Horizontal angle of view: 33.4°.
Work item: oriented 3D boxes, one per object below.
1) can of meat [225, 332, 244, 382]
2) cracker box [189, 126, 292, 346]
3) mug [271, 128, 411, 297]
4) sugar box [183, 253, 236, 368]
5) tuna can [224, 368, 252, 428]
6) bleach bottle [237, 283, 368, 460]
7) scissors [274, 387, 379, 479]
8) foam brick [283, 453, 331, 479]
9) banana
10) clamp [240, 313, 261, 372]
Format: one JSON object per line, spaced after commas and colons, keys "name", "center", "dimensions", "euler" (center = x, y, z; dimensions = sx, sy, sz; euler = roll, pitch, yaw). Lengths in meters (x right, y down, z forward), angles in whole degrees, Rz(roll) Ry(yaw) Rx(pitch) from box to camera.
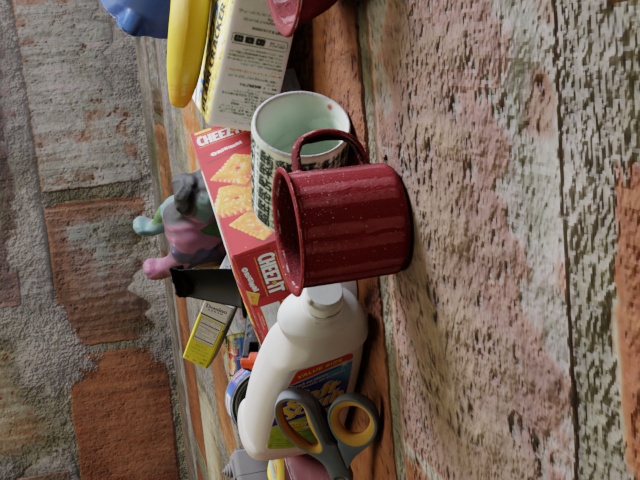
{"name": "can of meat", "center": [-0.093, 0.164, 1.410], "dimensions": [0.102, 0.057, 0.084], "euler": [147, 117, -77]}
{"name": "cracker box", "center": [-0.057, 0.001, 1.053], "dimensions": [0.214, 0.072, 0.164], "euler": [-113, 5, -50]}
{"name": "mug", "center": [0.013, -0.023, 0.764], "dimensions": [0.093, 0.081, 0.117], "euler": [137, 124, -75]}
{"name": "sugar box", "center": [-0.137, 0.092, 1.439], "dimensions": [0.176, 0.048, 0.093], "euler": [113, 180, -53]}
{"name": "tuna can", "center": [-0.065, 0.185, 1.230], "dimensions": [0.034, 0.086, 0.086], "euler": [-156, 59, -74]}
{"name": "bleach bottle", "center": [-0.017, 0.109, 0.925], "dimensions": [0.251, 0.102, 0.068], "euler": [99, 158, -56]}
{"name": "scissors", "center": [0.032, 0.196, 0.927], "dimensions": [0.201, 0.096, 0.016], "euler": [56, -151, -29]}
{"name": "foam brick", "center": [-0.003, 0.259, 1.076], "dimensions": [0.078, 0.051, 0.053], "euler": [-116, 21, -54]}
{"name": "banana", "center": [-0.119, -0.221, 0.982], "dimensions": [0.070, 0.037, 0.198], "euler": [108, 164, -66]}
{"name": "clamp", "center": [-0.064, 0.104, 1.209], "dimensions": [0.171, 0.039, 0.120], "euler": [-78, -18, -55]}
